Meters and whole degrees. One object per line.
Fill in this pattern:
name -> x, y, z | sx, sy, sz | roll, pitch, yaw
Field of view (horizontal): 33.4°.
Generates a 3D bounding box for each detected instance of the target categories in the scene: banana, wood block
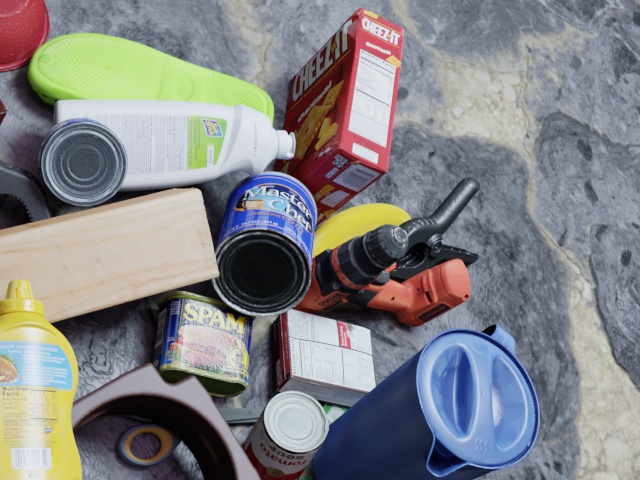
banana -> 0.046, -0.007, 1.276 | 0.197, 0.037, 0.069 | -12, 72, -36
wood block -> -0.214, 0.016, 1.018 | 0.205, 0.091, 0.090 | -15, 98, -23

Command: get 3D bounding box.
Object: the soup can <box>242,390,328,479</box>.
soup can -> -0.037, 0.201, 1.059 | 0.068, 0.102, 0.068 | 10, 53, -14

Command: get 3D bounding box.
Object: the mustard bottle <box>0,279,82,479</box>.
mustard bottle -> -0.249, 0.125, 0.885 | 0.096, 0.058, 0.191 | 8, 66, -33

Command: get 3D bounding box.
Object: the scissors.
scissors -> -0.122, 0.194, 1.074 | 0.201, 0.016, 0.096 | 19, 58, -22

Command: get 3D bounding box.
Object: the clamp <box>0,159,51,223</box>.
clamp -> -0.340, -0.044, 1.025 | 0.164, 0.036, 0.210 | -41, 111, -11

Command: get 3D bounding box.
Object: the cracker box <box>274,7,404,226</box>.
cracker box -> 0.017, -0.140, 1.247 | 0.072, 0.164, 0.213 | 24, 55, -23

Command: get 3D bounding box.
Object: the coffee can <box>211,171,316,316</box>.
coffee can -> -0.057, 0.001, 1.128 | 0.102, 0.103, 0.140 | 33, 24, -14

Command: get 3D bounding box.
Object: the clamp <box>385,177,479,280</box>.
clamp -> 0.135, -0.008, 1.299 | 0.171, 0.039, 0.120 | -18, 117, -37

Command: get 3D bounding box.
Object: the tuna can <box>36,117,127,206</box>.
tuna can -> -0.233, -0.076, 1.046 | 0.086, 0.034, 0.086 | -4, 102, -18

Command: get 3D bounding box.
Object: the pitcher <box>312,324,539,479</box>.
pitcher -> 0.096, 0.184, 1.049 | 0.149, 0.243, 0.145 | -1, 64, -31

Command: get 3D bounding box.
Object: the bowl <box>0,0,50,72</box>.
bowl -> -0.362, -0.262, 1.142 | 0.161, 0.055, 0.162 | 14, 58, -25

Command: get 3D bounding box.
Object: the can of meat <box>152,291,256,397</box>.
can of meat -> -0.120, 0.108, 1.096 | 0.102, 0.058, 0.084 | 17, 60, -25

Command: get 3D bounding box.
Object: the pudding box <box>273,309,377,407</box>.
pudding box -> 0.005, 0.130, 1.167 | 0.113, 0.039, 0.090 | 15, 49, -23

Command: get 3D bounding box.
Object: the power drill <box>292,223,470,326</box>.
power drill -> 0.077, 0.041, 1.187 | 0.187, 0.185, 0.057 | 13, 59, -38

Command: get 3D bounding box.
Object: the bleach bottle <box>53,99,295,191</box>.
bleach bottle -> -0.151, -0.095, 1.122 | 0.250, 0.068, 0.102 | 0, 99, -16
